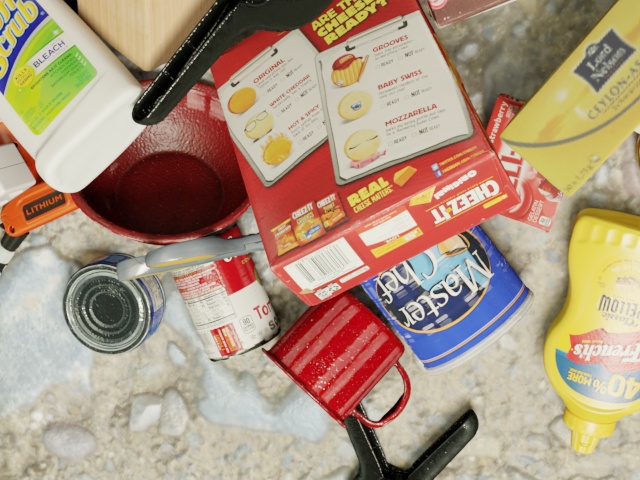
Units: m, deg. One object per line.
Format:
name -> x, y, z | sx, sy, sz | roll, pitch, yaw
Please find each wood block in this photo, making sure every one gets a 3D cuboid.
wood block -> -0.117, -0.238, 0.755 | 0.090, 0.090, 0.206 | 40, 144, 26

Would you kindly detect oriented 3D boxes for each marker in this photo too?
marker -> -0.298, 0.029, 0.963 | 0.020, 0.020, 0.121 | 39, 109, 1

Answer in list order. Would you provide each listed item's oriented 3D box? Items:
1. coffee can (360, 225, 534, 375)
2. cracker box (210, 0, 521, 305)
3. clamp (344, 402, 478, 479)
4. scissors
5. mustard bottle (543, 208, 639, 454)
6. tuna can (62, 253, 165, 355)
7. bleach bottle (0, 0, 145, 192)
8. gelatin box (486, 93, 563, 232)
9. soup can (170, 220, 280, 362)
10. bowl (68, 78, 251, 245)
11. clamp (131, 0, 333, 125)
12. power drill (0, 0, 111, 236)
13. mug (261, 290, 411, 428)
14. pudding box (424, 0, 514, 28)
coffee can -> 0.082, 0.018, 0.823 | 0.103, 0.102, 0.140 | -37, 94, 19
cracker box -> 0.024, -0.080, 0.759 | 0.164, 0.214, 0.072 | -28, 141, 11
clamp -> 0.073, 0.205, 0.908 | 0.120, 0.039, 0.171 | 4, 107, 20
scissors -> -0.055, 0.001, 0.814 | 0.201, 0.096, 0.016 | -13, 86, -13
mustard bottle -> 0.225, 0.077, 0.828 | 0.096, 0.058, 0.192 | 13, 107, 11
tuna can -> -0.181, 0.056, 0.934 | 0.086, 0.033, 0.086 | 3, 105, 13
bleach bottle -> -0.241, -0.156, 0.813 | 0.102, 0.068, 0.251 | -45, 73, -2
gelatin box -> 0.157, -0.060, 0.824 | 0.073, 0.030, 0.089 | 21, 107, 8
soup can -> -0.082, 0.041, 0.888 | 0.069, 0.068, 0.102 | -20, 99, 17
bowl -> -0.122, -0.052, 0.853 | 0.162, 0.162, 0.055 | 19, 148, 8
clamp -> -0.055, -0.171, 0.743 | 0.209, 0.036, 0.165 | -18, 131, -25
power drill -> -0.242, -0.111, 0.895 | 0.185, 0.057, 0.187 | -23, 95, 22
mug -> 0.022, 0.097, 0.856 | 0.117, 0.093, 0.081 | 42, 84, 11
pudding box -> 0.132, -0.192, 0.766 | 0.114, 0.090, 0.039 | -18, 102, 16
